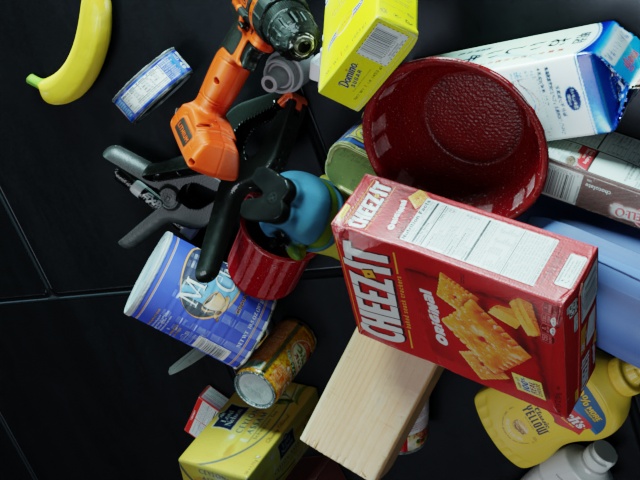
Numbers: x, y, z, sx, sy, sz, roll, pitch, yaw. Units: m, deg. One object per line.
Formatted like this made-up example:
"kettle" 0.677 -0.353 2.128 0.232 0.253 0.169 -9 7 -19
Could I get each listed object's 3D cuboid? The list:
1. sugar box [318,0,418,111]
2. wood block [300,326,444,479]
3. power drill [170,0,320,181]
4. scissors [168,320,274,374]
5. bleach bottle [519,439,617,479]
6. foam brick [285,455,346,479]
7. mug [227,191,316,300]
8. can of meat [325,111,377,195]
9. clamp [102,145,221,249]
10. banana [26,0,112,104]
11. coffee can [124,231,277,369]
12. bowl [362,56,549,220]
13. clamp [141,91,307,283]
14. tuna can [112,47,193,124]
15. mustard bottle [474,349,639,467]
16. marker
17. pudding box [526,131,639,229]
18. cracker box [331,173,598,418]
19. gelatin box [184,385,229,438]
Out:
"sugar box" 0.041 -0.203 0.892 0.048 0.176 0.093 21 136 -22
"wood block" 0.073 0.128 1.082 0.091 0.090 0.206 29 100 14
"power drill" -0.069 -0.152 0.980 0.057 0.184 0.188 17 114 -27
"scissors" -0.142 0.111 1.316 0.202 0.016 0.096 -17 108 38
"bleach bottle" 0.251 0.305 1.170 0.102 0.068 0.251 35 129 7
"foam brick" -0.014 0.308 1.342 0.078 0.052 0.051 -14 111 39
"mug" -0.058 0.001 1.152 0.117 0.093 0.082 60 144 28
"can of meat" 0.065 -0.075 1.019 0.102 0.083 0.057 27 130 14
"clamp" -0.170 -0.060 1.200 0.172 0.039 0.120 -11 107 22
"banana" -0.269 -0.205 1.173 0.069 0.037 0.198 46 132 -4
"coffee can" -0.132 0.067 1.188 0.140 0.102 0.103 28 133 -12
"bowl" 0.119 -0.089 0.890 0.162 0.055 0.162 16 130 20
"clamp" -0.098 -0.082 1.109 0.210 0.036 0.165 -51 56 16
"tuna can" -0.174 -0.160 1.111 0.033 0.086 0.086 49 132 -7
"mustard bottle" 0.252 0.159 1.074 0.192 0.058 0.096 -34 88 41
"marker" -0.193 -0.045 1.243 0.121 0.020 0.020 38 132 4
"pudding box" 0.243 -0.060 0.915 0.114 0.089 0.039 23 128 18
"cracker box" 0.124 0.048 0.910 0.214 0.072 0.164 20 146 28
"gelatin box" -0.125 0.241 1.382 0.089 0.030 0.073 33 130 9
